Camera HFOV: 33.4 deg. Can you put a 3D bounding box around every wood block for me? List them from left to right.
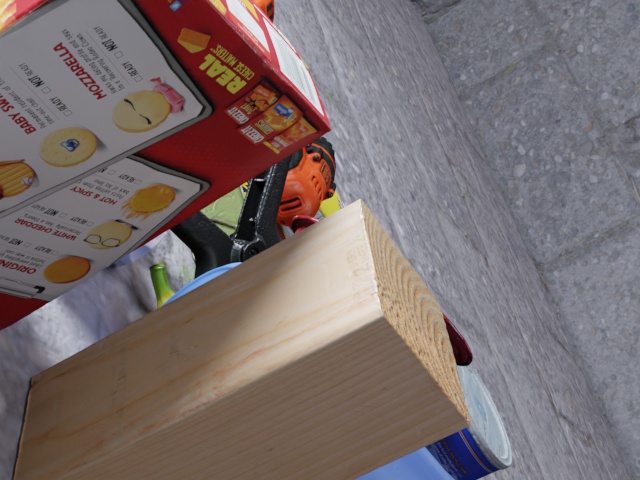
[{"bbox_3d":[-0.042,0.079,0.540,0.090,0.206,0.090,51,19,-34],"label":"wood block"}]

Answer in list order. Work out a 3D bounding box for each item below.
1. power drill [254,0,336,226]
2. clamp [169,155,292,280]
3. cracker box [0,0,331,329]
[{"bbox_3d":[-0.036,-0.118,0.931,0.184,0.057,0.187,-75,144,-71],"label":"power drill"},{"bbox_3d":[-0.055,0.001,0.804,0.164,0.036,0.210,-32,116,-34],"label":"clamp"},{"bbox_3d":[-0.127,-0.057,0.490,0.164,0.214,0.072,38,26,-55],"label":"cracker box"}]
